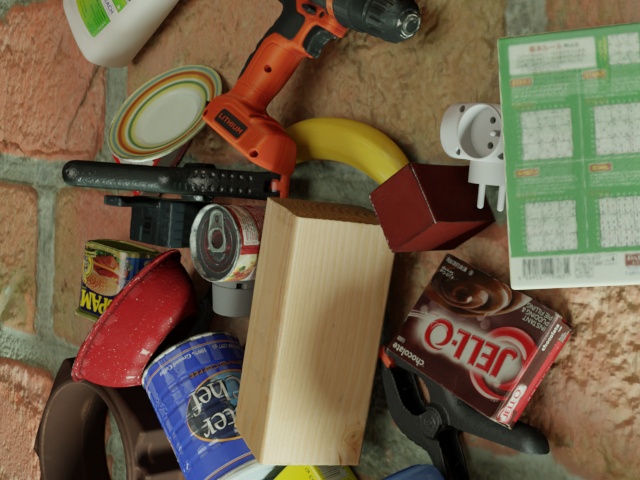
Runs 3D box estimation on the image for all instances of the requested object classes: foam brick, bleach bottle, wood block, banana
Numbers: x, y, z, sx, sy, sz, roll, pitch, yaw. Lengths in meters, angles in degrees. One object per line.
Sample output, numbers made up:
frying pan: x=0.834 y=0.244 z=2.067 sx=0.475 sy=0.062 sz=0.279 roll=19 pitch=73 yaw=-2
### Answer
foam brick: x=0.086 y=-0.025 z=0.824 sx=0.051 sy=0.078 sz=0.053 roll=-36 pitch=66 yaw=39
bleach bottle: x=-0.171 y=-0.291 z=1.099 sx=0.251 sy=0.067 sz=0.102 roll=-40 pitch=64 yaw=37
wood block: x=-0.006 y=0.075 z=0.898 sx=0.090 sy=0.090 sz=0.206 roll=-146 pitch=62 yaw=-66
banana: x=0.017 y=-0.073 z=0.924 sx=0.198 sy=0.037 sz=0.070 roll=26 pitch=109 yaw=43

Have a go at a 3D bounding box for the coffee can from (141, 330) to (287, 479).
coffee can: x=-0.094 y=0.171 z=0.999 sx=0.103 sy=0.102 sz=0.140 roll=-51 pitch=57 yaw=34

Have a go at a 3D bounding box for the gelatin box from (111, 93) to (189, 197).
gelatin box: x=-0.181 y=-0.099 z=1.137 sx=0.089 sy=0.030 sz=0.073 roll=-55 pitch=53 yaw=31

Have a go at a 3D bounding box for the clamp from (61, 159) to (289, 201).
clamp: x=-0.125 y=-0.055 z=1.000 sx=0.210 sy=0.164 sz=0.036 roll=6 pitch=93 yaw=38

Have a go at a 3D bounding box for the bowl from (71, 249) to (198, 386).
bowl: x=-0.169 y=0.088 z=1.042 sx=0.055 sy=0.161 sz=0.162 roll=37 pitch=120 yaw=8

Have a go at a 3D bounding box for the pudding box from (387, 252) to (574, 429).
pudding box: x=0.118 y=0.074 z=0.799 sx=0.114 sy=0.039 sz=0.090 roll=31 pitch=88 yaw=43

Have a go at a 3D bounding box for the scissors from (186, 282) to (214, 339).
scissors: x=-0.113 y=0.089 z=1.078 sx=0.202 sy=0.016 sz=0.096 roll=-45 pitch=58 yaw=38

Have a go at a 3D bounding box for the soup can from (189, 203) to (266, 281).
soup can: x=-0.056 y=0.001 z=0.956 sx=0.069 sy=0.102 sz=0.068 roll=2 pitch=92 yaw=46

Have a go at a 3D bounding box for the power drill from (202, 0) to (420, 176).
power drill: x=-0.012 y=-0.153 z=0.912 sx=0.185 sy=0.057 sz=0.188 roll=41 pitch=103 yaw=46

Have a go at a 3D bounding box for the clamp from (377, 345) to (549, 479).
clamp: x=0.098 y=0.153 z=0.845 sx=0.172 sy=0.039 sz=0.120 roll=44 pitch=117 yaw=43

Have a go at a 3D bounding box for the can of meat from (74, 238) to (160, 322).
can of meat: x=-0.219 y=0.046 z=1.161 sx=0.102 sy=0.057 sz=0.084 roll=13 pitch=98 yaw=46
